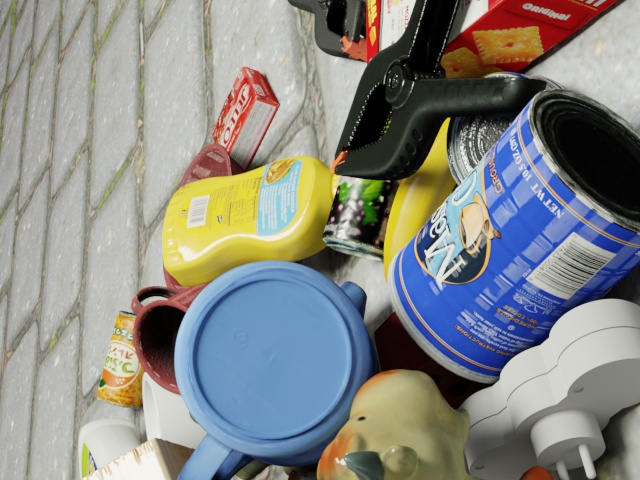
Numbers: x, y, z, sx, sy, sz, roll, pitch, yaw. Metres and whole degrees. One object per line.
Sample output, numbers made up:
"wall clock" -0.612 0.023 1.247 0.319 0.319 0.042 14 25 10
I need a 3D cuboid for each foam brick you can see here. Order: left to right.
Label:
"foam brick" 0.082 0.071 0.659 0.053 0.078 0.051 -51 33 39

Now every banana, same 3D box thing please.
"banana" 0.091 -0.051 0.750 0.198 0.037 0.069 -54 33 35

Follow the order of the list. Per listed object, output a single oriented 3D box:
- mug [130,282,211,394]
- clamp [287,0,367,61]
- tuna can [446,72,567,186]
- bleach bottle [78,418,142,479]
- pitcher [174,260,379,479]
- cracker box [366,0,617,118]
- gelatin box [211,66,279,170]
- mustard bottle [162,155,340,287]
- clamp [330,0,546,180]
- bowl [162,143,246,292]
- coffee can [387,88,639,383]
"mug" -0.123 0.080 0.999 0.117 0.081 0.093 31 120 18
"clamp" 0.012 -0.221 0.992 0.120 0.039 0.171 -48 37 44
"tuna can" 0.121 -0.062 0.671 0.086 0.033 0.086 2 93 47
"bleach bottle" -0.198 0.244 1.068 0.251 0.068 0.102 174 93 -73
"pitcher" -0.030 0.091 0.689 0.243 0.145 0.149 81 -176 -80
"cracker box" 0.115 -0.196 0.743 0.214 0.072 0.164 -33 49 52
"gelatin box" -0.082 -0.130 1.136 0.089 0.030 0.073 -62 30 25
"mustard bottle" -0.038 -0.023 0.895 0.192 0.058 0.096 -14 48 24
"clamp" 0.066 -0.095 0.683 0.210 0.036 0.164 -55 36 43
"bowl" -0.105 -0.015 1.092 0.162 0.055 0.162 -39 43 50
"coffee can" 0.117 0.000 0.599 0.140 0.102 0.103 -52 34 38
